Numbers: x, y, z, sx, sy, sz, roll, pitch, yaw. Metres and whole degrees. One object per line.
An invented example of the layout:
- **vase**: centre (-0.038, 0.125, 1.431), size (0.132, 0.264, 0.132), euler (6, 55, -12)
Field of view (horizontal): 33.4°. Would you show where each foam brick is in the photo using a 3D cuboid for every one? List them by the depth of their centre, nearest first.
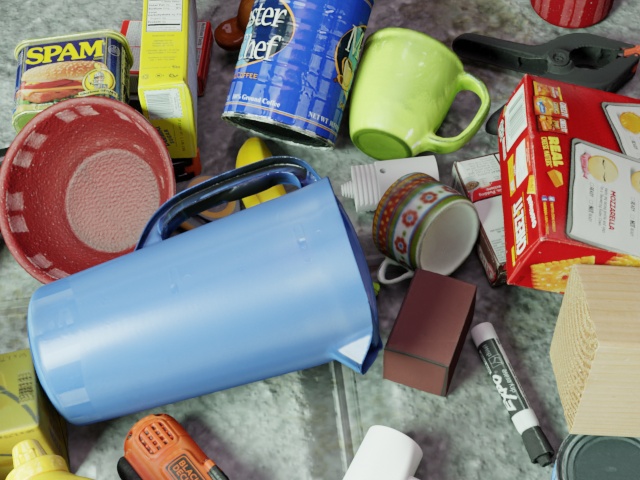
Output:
- **foam brick**: centre (0.085, 0.070, 0.823), size (0.051, 0.053, 0.078), euler (16, 57, 14)

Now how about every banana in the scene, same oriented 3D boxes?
- **banana**: centre (-0.029, -0.021, 0.896), size (0.037, 0.069, 0.198), euler (-48, 59, 20)

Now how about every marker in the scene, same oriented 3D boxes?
- **marker**: centre (0.145, 0.116, 0.808), size (0.020, 0.020, 0.121), euler (-17, 56, -8)

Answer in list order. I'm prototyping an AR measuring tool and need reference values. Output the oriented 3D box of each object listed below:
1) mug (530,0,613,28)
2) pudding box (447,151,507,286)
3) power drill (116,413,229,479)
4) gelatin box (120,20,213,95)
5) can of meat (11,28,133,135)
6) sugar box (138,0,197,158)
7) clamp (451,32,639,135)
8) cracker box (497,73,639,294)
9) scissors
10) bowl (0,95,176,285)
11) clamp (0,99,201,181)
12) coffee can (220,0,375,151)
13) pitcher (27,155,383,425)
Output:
- **mug**: centre (0.235, -0.263, 1.026), size (0.117, 0.081, 0.093), euler (25, 60, 19)
- **pudding box**: centre (0.168, -0.024, 0.892), size (0.090, 0.039, 0.113), euler (-13, 58, -9)
- **power drill**: centre (-0.126, 0.230, 0.725), size (0.187, 0.057, 0.185), euler (-33, 56, -21)
- **gelatin box**: centre (-0.150, -0.175, 1.020), size (0.089, 0.030, 0.073), euler (2, 55, 3)
- **can of meat**: centre (-0.216, -0.131, 0.931), size (0.102, 0.057, 0.084), euler (-7, 57, 2)
- **sugar box**: centre (-0.132, -0.168, 0.937), size (0.048, 0.093, 0.176), euler (-4, 54, -4)
- **clamp**: centre (0.211, -0.146, 0.974), size (0.171, 0.039, 0.120), euler (-4, 60, 0)
- **cracker box**: centre (0.250, -0.029, 0.838), size (0.213, 0.072, 0.164), euler (11, 54, -12)
- **scissors**: centre (-0.056, 0.001, 0.901), size (0.202, 0.016, 0.096), euler (19, 59, 16)
- **bowl**: centre (-0.185, -0.036, 0.886), size (0.162, 0.055, 0.162), euler (-1, 86, 16)
- **clamp**: centre (-0.205, -0.104, 0.970), size (0.210, 0.036, 0.164), euler (10, 57, 8)
- **coffee can**: centre (-0.019, -0.159, 0.923), size (0.103, 0.102, 0.140), euler (15, 87, 13)
- **pitcher**: centre (-0.085, 0.042, 0.786), size (0.243, 0.145, 0.149), euler (-17, 17, 1)
